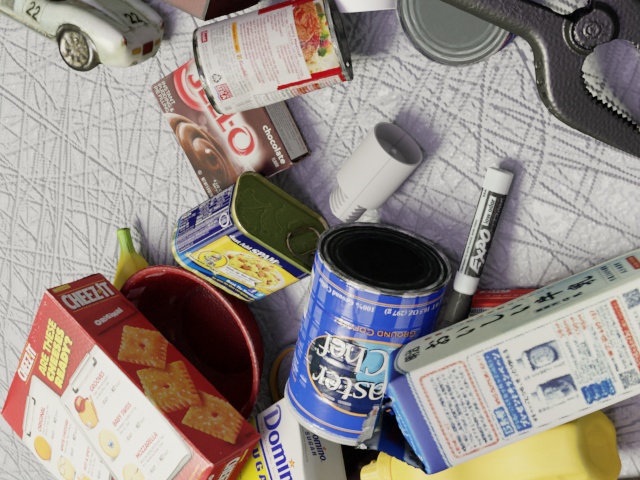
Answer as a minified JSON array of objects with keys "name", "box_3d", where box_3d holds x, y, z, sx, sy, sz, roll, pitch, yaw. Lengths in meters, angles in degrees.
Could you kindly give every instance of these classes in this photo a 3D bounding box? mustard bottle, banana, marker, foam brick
[{"name":"mustard bottle","box_3d":[0.116,0.165,0.789,0.192,0.096,0.058,-15,75,29]},{"name":"banana","box_3d":[-0.208,0.069,1.013,0.198,0.037,0.070,-46,66,35]},{"name":"marker","box_3d":[0.113,0.007,0.773,0.020,0.020,0.121,21,103,23]},{"name":"foam brick","box_3d":[-0.079,-0.201,0.788,0.053,0.078,0.051,29,122,16]}]

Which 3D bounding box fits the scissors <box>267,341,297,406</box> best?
[{"name":"scissors","box_3d":[-0.023,0.180,0.955,0.096,0.016,0.202,27,122,23]}]

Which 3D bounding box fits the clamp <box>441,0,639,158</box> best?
[{"name":"clamp","box_3d":[0.157,-0.135,0.672,0.165,0.036,0.210,-23,106,15]}]

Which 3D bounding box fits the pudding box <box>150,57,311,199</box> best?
[{"name":"pudding box","box_3d":[-0.072,-0.097,0.852,0.090,0.039,0.113,-25,97,35]}]

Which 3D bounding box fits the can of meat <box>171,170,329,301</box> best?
[{"name":"can of meat","box_3d":[-0.056,0.001,0.853,0.102,0.057,0.084,33,138,-32]}]

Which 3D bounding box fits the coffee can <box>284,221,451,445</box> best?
[{"name":"coffee can","box_3d":[0.034,0.071,0.819,0.103,0.102,0.140,24,121,21]}]

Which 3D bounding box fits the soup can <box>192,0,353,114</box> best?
[{"name":"soup can","box_3d":[-0.034,-0.135,0.772,0.102,0.068,0.068,-14,104,10]}]

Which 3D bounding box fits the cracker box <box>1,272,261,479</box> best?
[{"name":"cracker box","box_3d":[-0.169,0.158,0.922,0.214,0.071,0.164,42,125,21]}]

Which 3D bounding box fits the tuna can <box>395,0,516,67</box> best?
[{"name":"tuna can","box_3d":[0.096,-0.162,0.723,0.086,0.033,0.086,13,116,27]}]

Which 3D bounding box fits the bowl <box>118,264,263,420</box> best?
[{"name":"bowl","box_3d":[-0.106,0.089,0.940,0.162,0.055,0.162,13,116,30]}]

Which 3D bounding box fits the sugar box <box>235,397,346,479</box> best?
[{"name":"sugar box","box_3d":[-0.046,0.200,0.909,0.177,0.048,0.093,-42,50,48]}]
